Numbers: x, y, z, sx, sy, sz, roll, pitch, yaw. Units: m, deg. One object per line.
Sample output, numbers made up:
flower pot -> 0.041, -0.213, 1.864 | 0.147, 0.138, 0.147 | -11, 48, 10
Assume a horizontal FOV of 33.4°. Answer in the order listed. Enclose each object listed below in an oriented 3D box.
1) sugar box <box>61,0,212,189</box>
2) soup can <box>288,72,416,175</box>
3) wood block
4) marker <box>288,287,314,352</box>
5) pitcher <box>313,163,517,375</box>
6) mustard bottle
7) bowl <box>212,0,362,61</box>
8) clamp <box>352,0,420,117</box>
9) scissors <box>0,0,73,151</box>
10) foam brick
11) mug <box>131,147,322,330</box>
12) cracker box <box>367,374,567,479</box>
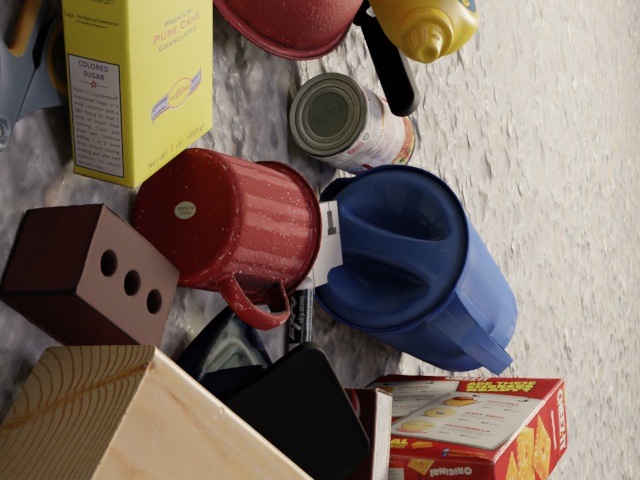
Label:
sugar box -> -0.093, -0.126, 0.560 | 0.093, 0.048, 0.176 | -51, 152, -53
soup can -> 0.026, -0.089, 0.851 | 0.102, 0.069, 0.068 | 16, 72, -62
wood block -> -0.064, 0.146, 0.547 | 0.206, 0.091, 0.090 | 47, 53, -35
marker -> -0.014, 0.060, 0.803 | 0.020, 0.020, 0.121 | 24, 66, -61
pitcher -> 0.096, 0.045, 0.902 | 0.242, 0.145, 0.149 | 38, 52, -61
mustard bottle -> 0.079, -0.197, 0.838 | 0.096, 0.058, 0.191 | 30, 36, -22
bowl -> -0.015, -0.208, 0.730 | 0.161, 0.055, 0.162 | 16, 66, -40
clamp -> 0.029, -0.203, 0.873 | 0.164, 0.036, 0.210 | 45, 28, -19
scissors -> -0.151, -0.054, 0.536 | 0.096, 0.016, 0.202 | 32, 58, -59
foam brick -> -0.118, 0.023, 0.555 | 0.078, 0.051, 0.053 | 50, 44, -52
mug -> -0.054, 0.001, 0.638 | 0.081, 0.093, 0.117 | 13, 50, -58
cracker box -> 0.091, 0.166, 0.843 | 0.213, 0.164, 0.072 | -18, 105, -63
